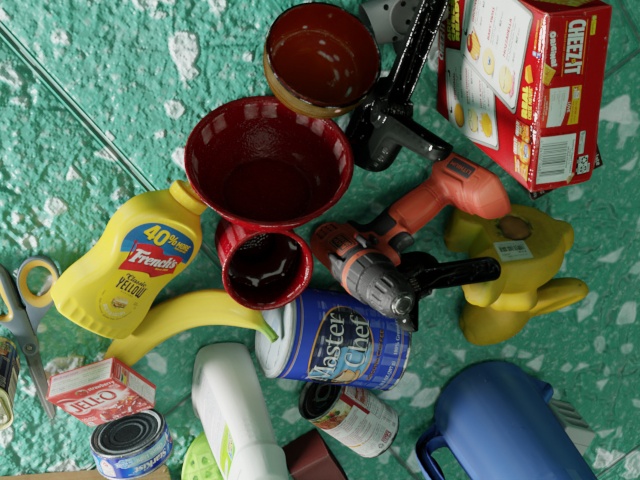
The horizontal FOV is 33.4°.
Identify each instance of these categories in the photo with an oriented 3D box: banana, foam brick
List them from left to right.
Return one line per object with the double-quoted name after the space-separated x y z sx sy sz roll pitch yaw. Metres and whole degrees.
-0.144 0.090 1.108 0.198 0.069 0.037 -13 164 14 "banana"
-0.004 0.272 1.258 0.051 0.053 0.078 -30 122 0 "foam brick"

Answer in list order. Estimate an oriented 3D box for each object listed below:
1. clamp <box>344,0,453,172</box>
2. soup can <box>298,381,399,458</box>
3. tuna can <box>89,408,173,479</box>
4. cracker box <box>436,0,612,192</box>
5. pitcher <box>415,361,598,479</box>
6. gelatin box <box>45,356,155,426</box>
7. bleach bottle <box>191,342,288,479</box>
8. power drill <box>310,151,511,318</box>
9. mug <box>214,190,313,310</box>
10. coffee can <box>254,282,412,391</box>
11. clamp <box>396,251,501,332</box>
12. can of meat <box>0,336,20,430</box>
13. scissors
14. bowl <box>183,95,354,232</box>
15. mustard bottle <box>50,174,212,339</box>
0.071 -0.133 1.015 0.036 0.210 0.164 9 77 -20 "clamp"
0.034 0.198 1.222 0.068 0.068 0.102 -46 120 9 "soup can"
-0.204 0.217 1.148 0.086 0.086 0.034 -17 118 -8 "tuna can"
0.182 -0.164 0.994 0.072 0.214 0.164 -9 119 -15 "cracker box"
0.221 0.258 1.208 0.144 0.243 0.149 21 108 -24 "pitcher"
-0.229 0.160 1.116 0.089 0.030 0.073 -19 139 22 "gelatin box"
-0.078 0.208 1.085 0.068 0.251 0.103 -3 117 -16 "bleach bottle"
0.096 -0.008 1.078 0.187 0.185 0.057 -32 122 -10 "power drill"
-0.057 0.001 1.083 0.093 0.081 0.117 15 111 -24 "mug"
0.013 0.104 1.146 0.140 0.103 0.103 10 113 -22 "coffee can"
0.092 0.048 1.098 0.120 0.172 0.039 -28 105 -27 "clamp"
-0.351 0.144 1.056 0.102 0.084 0.057 -7 123 -3 "can of meat"
-0.286 0.094 1.099 0.096 0.016 0.201 -27 121 -2 "scissors"
-0.050 -0.063 1.028 0.162 0.162 0.055 -9 146 -13 "bowl"
-0.175 0.008 1.063 0.192 0.058 0.096 -49 132 9 "mustard bottle"
